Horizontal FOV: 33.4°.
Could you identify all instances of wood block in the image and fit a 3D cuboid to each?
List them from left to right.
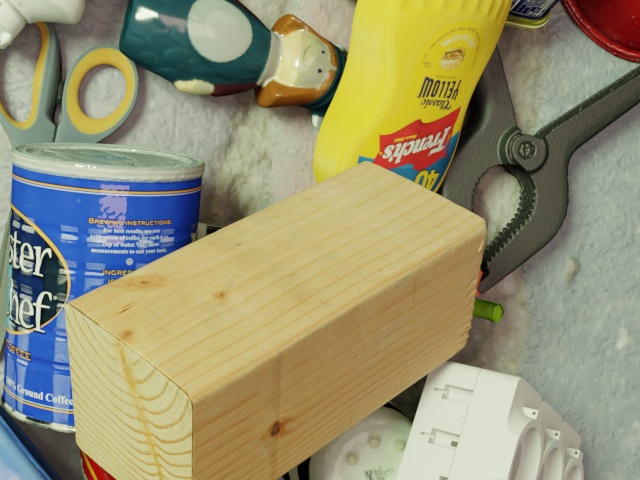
[{"bbox_3d":[-0.016,0.045,0.544,0.205,0.090,0.091,-28,135,-39],"label":"wood block"}]

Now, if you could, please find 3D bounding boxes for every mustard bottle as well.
[{"bbox_3d":[0.045,-0.069,0.644,0.096,0.058,0.192,-4,122,-42],"label":"mustard bottle"}]

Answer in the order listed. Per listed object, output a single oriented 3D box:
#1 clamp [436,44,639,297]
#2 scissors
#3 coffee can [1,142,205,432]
[{"bbox_3d":[0.139,-0.061,0.703,0.164,0.036,0.210,14,89,-11],"label":"clamp"},{"bbox_3d":[-0.152,-0.033,0.625,0.096,0.016,0.202,-3,95,-18],"label":"scissors"},{"bbox_3d":[-0.119,0.022,0.585,0.102,0.103,0.140,2,101,-18],"label":"coffee can"}]
